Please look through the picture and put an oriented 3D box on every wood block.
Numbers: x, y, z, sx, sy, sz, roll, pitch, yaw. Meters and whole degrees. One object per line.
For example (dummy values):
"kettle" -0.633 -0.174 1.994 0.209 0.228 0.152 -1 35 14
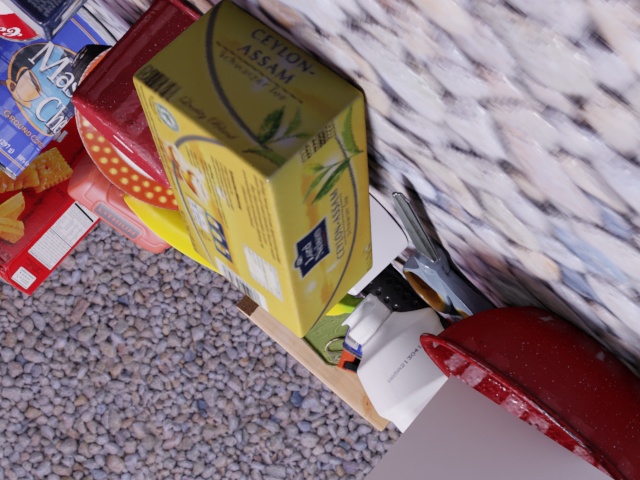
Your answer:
"wood block" 0.013 0.114 1.231 0.206 0.090 0.091 42 173 -13

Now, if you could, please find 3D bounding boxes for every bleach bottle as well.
"bleach bottle" 0.122 0.123 0.708 0.251 0.102 0.068 42 170 3

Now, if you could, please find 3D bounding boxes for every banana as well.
"banana" -0.054 0.009 0.797 0.198 0.037 0.070 24 157 2

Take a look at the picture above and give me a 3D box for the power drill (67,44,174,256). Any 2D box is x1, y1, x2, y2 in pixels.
"power drill" -0.134 -0.063 0.835 0.184 0.057 0.188 37 152 -16

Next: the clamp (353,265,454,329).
"clamp" 0.044 0.038 0.839 0.210 0.036 0.164 39 175 46

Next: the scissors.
"scissors" 0.083 0.025 0.651 0.096 0.016 0.202 38 173 11

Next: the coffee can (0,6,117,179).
"coffee can" -0.246 -0.136 0.889 0.103 0.140 0.103 40 173 6

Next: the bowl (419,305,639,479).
"bowl" 0.134 0.086 0.599 0.162 0.055 0.162 40 173 6

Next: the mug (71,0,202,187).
"mug" -0.089 -0.082 0.639 0.093 0.081 0.117 38 172 20

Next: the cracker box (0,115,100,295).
"cracker box" -0.260 -0.084 0.982 0.164 0.213 0.072 38 171 19

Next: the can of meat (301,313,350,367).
"can of meat" 0.003 0.057 0.996 0.102 0.057 0.084 52 -170 -52
